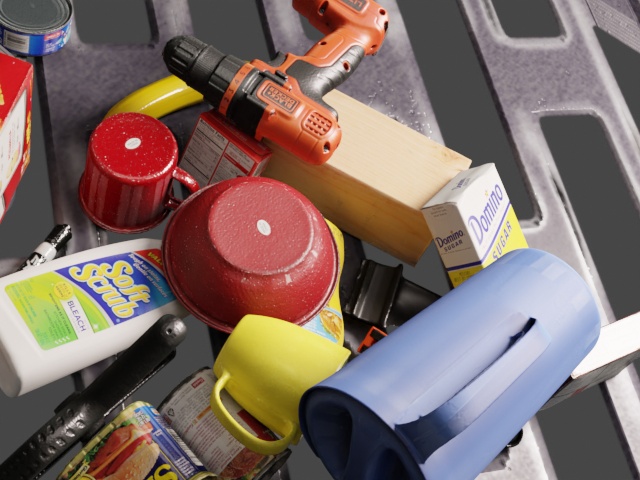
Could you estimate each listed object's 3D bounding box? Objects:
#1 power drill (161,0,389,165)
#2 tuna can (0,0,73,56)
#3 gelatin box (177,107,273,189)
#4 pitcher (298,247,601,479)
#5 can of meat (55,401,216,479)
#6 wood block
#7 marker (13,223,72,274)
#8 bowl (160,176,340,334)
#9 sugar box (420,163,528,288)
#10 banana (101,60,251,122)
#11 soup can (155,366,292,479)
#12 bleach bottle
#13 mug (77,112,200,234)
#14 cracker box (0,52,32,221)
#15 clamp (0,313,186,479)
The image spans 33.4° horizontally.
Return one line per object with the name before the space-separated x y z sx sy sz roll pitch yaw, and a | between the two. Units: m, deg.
power drill | -0.033 -0.178 1.015 0.184 0.057 0.187 33 60 1
tuna can | -0.296 -0.226 1.083 0.086 0.034 0.086 10 47 -11
gelatin box | -0.093 -0.074 1.022 0.073 0.089 0.030 40 42 9
pitcher | 0.114 0.104 0.824 0.242 0.145 0.149 -35 41 -31
can of meat | -0.148 0.191 0.848 0.102 0.057 0.084 -44 73 -1
wood block | 0.030 -0.073 1.057 0.206 0.090 0.090 28 56 1
marker | -0.262 0.029 0.954 0.020 0.020 0.121 31 56 4
bowl | -0.056 0.001 0.930 0.162 0.055 0.162 6 60 -10
sugar box | 0.161 0.026 0.993 0.093 0.048 0.176 -41 113 -49
banana | -0.136 -0.149 1.076 0.197 0.070 0.037 -22 112 -20
soup can | -0.083 0.164 0.893 0.102 0.069 0.068 44 58 13
bleach bottle | -0.177 0.042 0.938 0.250 0.068 0.102 -25 77 -34
mug | -0.167 -0.061 0.998 0.117 0.082 0.093 25 56 0
cracker box | -0.308 -0.032 0.877 0.072 0.164 0.213 21 62 -6
clamp | -0.185 0.135 0.843 0.209 0.165 0.036 -42 87 -22
